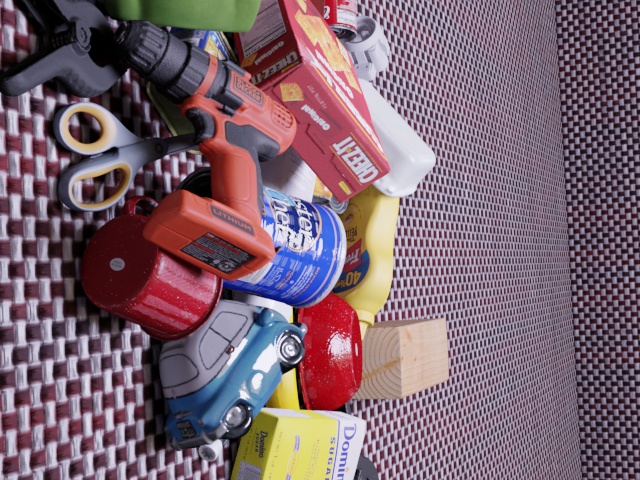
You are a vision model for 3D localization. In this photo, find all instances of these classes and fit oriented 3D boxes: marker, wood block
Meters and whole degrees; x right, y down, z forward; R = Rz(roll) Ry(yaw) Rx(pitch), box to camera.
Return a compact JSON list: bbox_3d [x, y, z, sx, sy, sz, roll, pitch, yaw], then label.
[{"bbox_3d":[-0.088,0.177,1.060,0.121,0.020,0.020,-52,133,-58],"label":"marker"},{"bbox_3d":[0.097,0.154,1.412,0.205,0.091,0.090,1,86,-67],"label":"wood block"}]

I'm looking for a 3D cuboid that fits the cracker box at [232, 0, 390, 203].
[{"bbox_3d":[-0.014,-0.166,1.081,0.164,0.072,0.214,47,18,-38],"label":"cracker box"}]

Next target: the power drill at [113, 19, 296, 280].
[{"bbox_3d":[-0.095,-0.074,0.861,0.184,0.057,0.187,29,47,-34],"label":"power drill"}]

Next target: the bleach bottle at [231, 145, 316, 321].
[{"bbox_3d":[-0.057,0.001,1.106,0.102,0.068,0.251,40,53,-56],"label":"bleach bottle"}]

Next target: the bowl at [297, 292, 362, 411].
[{"bbox_3d":[0.015,0.126,1.225,0.162,0.055,0.162,-3,90,-80],"label":"bowl"}]

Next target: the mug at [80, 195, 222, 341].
[{"bbox_3d":[-0.141,0.017,0.874,0.081,0.093,0.117,33,46,-56],"label":"mug"}]

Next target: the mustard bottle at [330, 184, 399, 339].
[{"bbox_3d":[0.052,0.031,1.321,0.058,0.096,0.191,18,68,-32],"label":"mustard bottle"}]

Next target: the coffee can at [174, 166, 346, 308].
[{"bbox_3d":[-0.061,0.000,0.985,0.140,0.103,0.103,18,69,-42],"label":"coffee can"}]

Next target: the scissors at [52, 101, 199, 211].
[{"bbox_3d":[-0.152,-0.092,0.897,0.201,0.016,0.096,-42,118,-45],"label":"scissors"}]

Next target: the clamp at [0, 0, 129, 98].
[{"bbox_3d":[-0.199,-0.146,0.816,0.171,0.039,0.120,32,59,-63],"label":"clamp"}]

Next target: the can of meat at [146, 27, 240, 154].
[{"bbox_3d":[-0.113,-0.146,1.001,0.102,0.057,0.084,61,31,-46],"label":"can of meat"}]

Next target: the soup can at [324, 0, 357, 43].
[{"bbox_3d":[0.010,-0.298,1.301,0.068,0.069,0.102,15,72,-66],"label":"soup can"}]

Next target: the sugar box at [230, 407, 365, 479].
[{"bbox_3d":[-0.019,0.227,1.124,0.175,0.048,0.093,15,89,-54],"label":"sugar box"}]
